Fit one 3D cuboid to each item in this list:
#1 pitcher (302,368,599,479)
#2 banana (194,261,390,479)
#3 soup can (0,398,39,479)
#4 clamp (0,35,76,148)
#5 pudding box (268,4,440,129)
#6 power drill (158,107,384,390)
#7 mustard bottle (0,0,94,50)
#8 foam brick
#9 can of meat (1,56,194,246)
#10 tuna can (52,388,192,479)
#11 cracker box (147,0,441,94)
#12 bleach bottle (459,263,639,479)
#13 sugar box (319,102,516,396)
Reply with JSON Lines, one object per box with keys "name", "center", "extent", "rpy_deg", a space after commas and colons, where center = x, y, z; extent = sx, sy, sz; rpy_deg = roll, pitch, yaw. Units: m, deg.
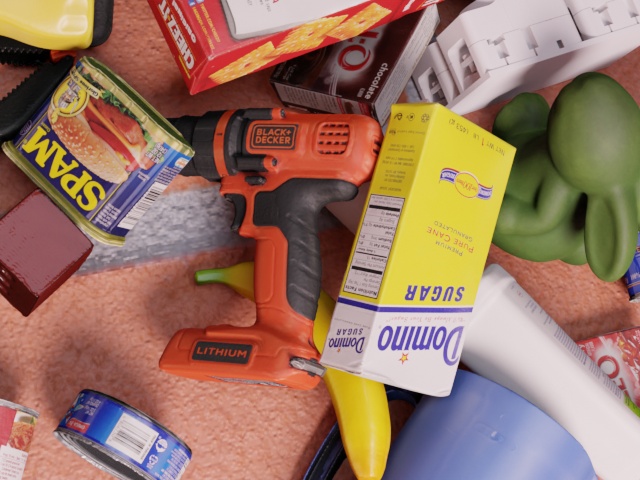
{"name": "pitcher", "center": [0.060, 0.210, 0.712], "extent": [0.145, 0.149, 0.242], "rpy_deg": [46, 70, -20]}
{"name": "banana", "center": [-0.004, 0.077, 0.738], "extent": [0.069, 0.037, 0.198], "rpy_deg": [-37, 64, -12]}
{"name": "soup can", "center": [-0.220, 0.148, 0.655], "extent": [0.068, 0.069, 0.102], "rpy_deg": [17, 71, -14]}
{"name": "clamp", "center": [-0.270, -0.103, 0.718], "extent": [0.209, 0.036, 0.164], "rpy_deg": [-29, 85, -21]}
{"name": "pudding box", "center": [0.027, -0.144, 0.804], "extent": [0.090, 0.039, 0.113], "rpy_deg": [17, 69, 27]}
{"name": "power drill", "center": [-0.055, 0.001, 0.716], "extent": [0.185, 0.057, 0.187], "rpy_deg": [2, 78, 27]}
{"name": "mustard bottle", "center": [-0.247, -0.180, 0.704], "extent": [0.191, 0.058, 0.096], "rpy_deg": [1, 84, -12]}
{"name": "foam brick", "center": [-0.188, 0.010, 0.696], "extent": [0.053, 0.078, 0.051], "rpy_deg": [46, 66, -3]}
{"name": "can of meat", "center": [-0.146, -0.061, 0.711], "extent": [0.102, 0.057, 0.084], "rpy_deg": [43, 96, 14]}
{"name": "tuna can", "center": [-0.125, 0.130, 0.683], "extent": [0.086, 0.086, 0.033], "rpy_deg": [33, 67, -8]}
{"name": "cracker box", "center": [-0.022, -0.212, 0.712], "extent": [0.213, 0.072, 0.164], "rpy_deg": [-24, 85, -22]}
{"name": "bleach bottle", "center": [0.193, 0.124, 0.759], "extent": [0.251, 0.102, 0.068], "rpy_deg": [43, 105, 8]}
{"name": "sugar box", "center": [0.066, 0.008, 0.693], "extent": [0.093, 0.048, 0.176], "rpy_deg": [20, 81, -42]}
